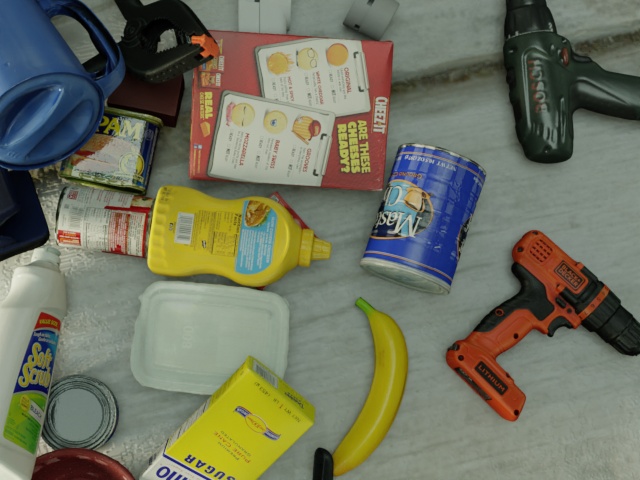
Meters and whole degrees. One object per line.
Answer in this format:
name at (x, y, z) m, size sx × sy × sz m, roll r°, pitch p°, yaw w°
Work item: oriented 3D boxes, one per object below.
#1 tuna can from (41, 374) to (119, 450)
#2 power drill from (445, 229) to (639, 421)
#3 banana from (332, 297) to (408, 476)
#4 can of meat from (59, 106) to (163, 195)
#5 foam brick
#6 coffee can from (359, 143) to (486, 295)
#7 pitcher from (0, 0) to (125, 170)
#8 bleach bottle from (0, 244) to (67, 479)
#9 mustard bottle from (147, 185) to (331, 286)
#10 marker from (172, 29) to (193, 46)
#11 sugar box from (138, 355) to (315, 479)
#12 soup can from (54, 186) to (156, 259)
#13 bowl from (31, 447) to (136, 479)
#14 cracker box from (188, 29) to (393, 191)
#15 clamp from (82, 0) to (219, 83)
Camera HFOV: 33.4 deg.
tuna can at (-0.260, 0.187, 1.147) m, size 0.086 × 0.034 × 0.086 m, roll 1°, pitch 81°, yaw -4°
power drill at (0.246, 0.108, 1.183) m, size 0.184 × 0.057 × 0.187 m, roll 43°, pitch 78°, yaw 7°
banana at (0.058, 0.165, 1.174) m, size 0.070 × 0.037 × 0.198 m, roll 7°, pitch 79°, yaw 17°
can of meat at (-0.233, -0.100, 1.182) m, size 0.102 × 0.057 × 0.084 m, roll 11°, pitch 83°, yaw -2°
foam brick at (-0.194, -0.164, 1.196) m, size 0.078 × 0.051 × 0.053 m, roll 12°, pitch 80°, yaw -2°
coffee can at (0.113, -0.022, 1.169) m, size 0.103 × 0.103 × 0.140 m, roll 19°, pitch 80°, yaw -1°
pitcher at (-0.325, -0.205, 1.126) m, size 0.145 × 0.148 × 0.243 m, roll -51°, pitch 58°, yaw 29°
bleach bottle at (-0.313, 0.116, 1.102) m, size 0.068 × 0.102 × 0.250 m, roll -2°, pitch 60°, yaw 16°
mustard bottle at (-0.084, -0.001, 1.144) m, size 0.191 × 0.058 × 0.096 m, roll 7°, pitch 78°, yaw 0°
marker at (-0.166, -0.262, 1.229) m, size 0.020 × 0.020 × 0.121 m, roll -15°, pitch 83°, yaw -6°
sugar box at (-0.097, 0.212, 1.111) m, size 0.093 × 0.048 × 0.176 m, roll 41°, pitch 101°, yaw -10°
soup can at (-0.232, -0.020, 1.163) m, size 0.102 × 0.068 × 0.068 m, roll 8°, pitch 81°, yaw -2°
bowl at (-0.257, 0.297, 1.119) m, size 0.162 × 0.055 × 0.162 m, roll 0°, pitch 83°, yaw -3°
cracker box at (-0.034, -0.144, 1.176) m, size 0.213 × 0.072 × 0.164 m, roll 3°, pitch 100°, yaw -4°
clamp at (-0.193, -0.227, 1.145) m, size 0.210 × 0.036 × 0.164 m, roll 5°, pitch 75°, yaw 32°
